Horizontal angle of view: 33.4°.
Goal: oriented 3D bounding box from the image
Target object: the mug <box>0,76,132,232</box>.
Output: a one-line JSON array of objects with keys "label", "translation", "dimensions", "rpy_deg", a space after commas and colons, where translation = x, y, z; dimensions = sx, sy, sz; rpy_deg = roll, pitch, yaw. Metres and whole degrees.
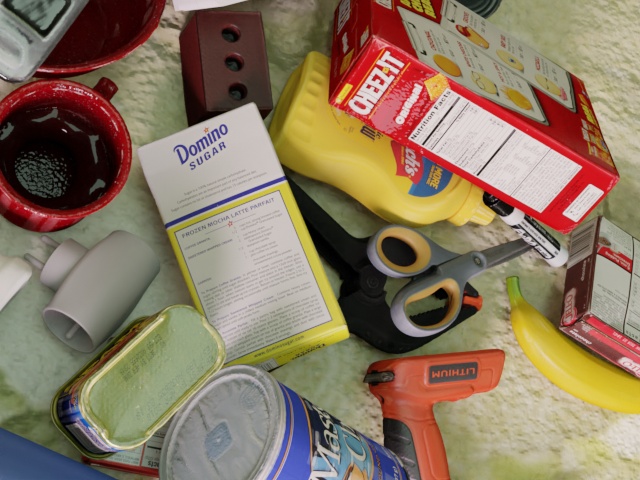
[{"label": "mug", "translation": [-0.175, -0.061, 0.719], "dimensions": [0.093, 0.082, 0.117], "rpy_deg": [34, 68, -13]}]

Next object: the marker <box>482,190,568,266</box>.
[{"label": "marker", "translation": [0.164, -0.012, 0.857], "dimensions": [0.121, 0.020, 0.020], "rpy_deg": [35, 65, -43]}]

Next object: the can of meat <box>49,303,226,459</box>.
[{"label": "can of meat", "translation": [-0.115, 0.089, 0.676], "dimensions": [0.057, 0.084, 0.102], "rpy_deg": [49, 65, -7]}]

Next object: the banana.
[{"label": "banana", "translation": [0.228, 0.102, 0.880], "dimensions": [0.197, 0.037, 0.069], "rpy_deg": [31, 69, -14]}]

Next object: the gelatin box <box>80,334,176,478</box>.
[{"label": "gelatin box", "translation": [-0.118, 0.116, 0.735], "dimensions": [0.073, 0.030, 0.089], "rpy_deg": [16, 73, -21]}]

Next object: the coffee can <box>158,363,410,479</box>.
[{"label": "coffee can", "translation": [-0.021, 0.156, 0.701], "dimensions": [0.140, 0.103, 0.102], "rpy_deg": [38, 65, -38]}]

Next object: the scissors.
[{"label": "scissors", "translation": [0.103, 0.006, 0.830], "dimensions": [0.096, 0.016, 0.201], "rpy_deg": [51, 43, 1]}]

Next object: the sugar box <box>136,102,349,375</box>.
[{"label": "sugar box", "translation": [-0.055, 0.001, 0.742], "dimensions": [0.093, 0.048, 0.176], "rpy_deg": [-21, 71, -1]}]

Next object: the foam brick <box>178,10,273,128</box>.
[{"label": "foam brick", "translation": [-0.071, -0.124, 0.793], "dimensions": [0.052, 0.051, 0.078], "rpy_deg": [-4, 81, -23]}]

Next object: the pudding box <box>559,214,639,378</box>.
[{"label": "pudding box", "translation": [0.247, 0.046, 0.882], "dimensions": [0.090, 0.039, 0.113], "rpy_deg": [32, 50, -15]}]

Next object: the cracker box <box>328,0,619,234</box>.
[{"label": "cracker box", "translation": [0.112, -0.113, 0.817], "dimensions": [0.213, 0.072, 0.164], "rpy_deg": [27, 32, -15]}]

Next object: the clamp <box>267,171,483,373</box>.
[{"label": "clamp", "translation": [0.026, 0.043, 0.806], "dimensions": [0.209, 0.036, 0.164], "rpy_deg": [18, 71, -21]}]

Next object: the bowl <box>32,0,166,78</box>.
[{"label": "bowl", "translation": [-0.190, -0.168, 0.737], "dimensions": [0.162, 0.055, 0.162], "rpy_deg": [8, 60, -14]}]

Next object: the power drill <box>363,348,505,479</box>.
[{"label": "power drill", "translation": [0.109, 0.177, 0.802], "dimensions": [0.184, 0.057, 0.187], "rpy_deg": [-1, 79, -23]}]

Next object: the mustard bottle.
[{"label": "mustard bottle", "translation": [0.055, -0.063, 0.828], "dimensions": [0.191, 0.058, 0.096], "rpy_deg": [29, 50, -16]}]
